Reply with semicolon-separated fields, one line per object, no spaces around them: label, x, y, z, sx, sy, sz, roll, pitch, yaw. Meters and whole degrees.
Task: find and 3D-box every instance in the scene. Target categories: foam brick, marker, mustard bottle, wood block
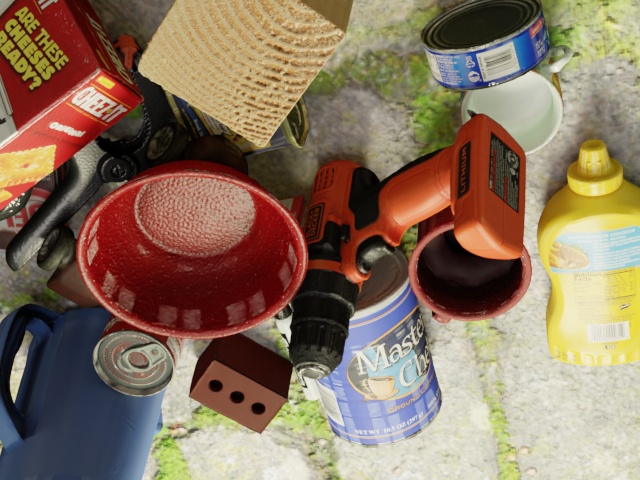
foam brick;-0.071;0.125;0.960;0.078;0.051;0.053;29;121;-11
marker;-0.023;0.092;0.951;0.020;0.020;0.121;-12;120;15
mustard bottle;0.220;0.009;0.841;0.096;0.058;0.191;-5;122;12
wood block;-0.035;-0.160;0.678;0.090;0.206;0.091;31;121;-12

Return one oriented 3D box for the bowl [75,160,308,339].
bowl;-0.090;-0.003;0.763;0.162;0.055;0.162;-2;133;-2

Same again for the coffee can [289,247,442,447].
coffee can;0.039;0.086;0.890;0.103;0.102;0.140;-9;121;13

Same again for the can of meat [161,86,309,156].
can of meat;-0.065;-0.111;0.804;0.084;0.057;0.102;-12;121;17

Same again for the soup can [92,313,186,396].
soup can;-0.146;0.073;0.906;0.068;0.102;0.068;4;123;5

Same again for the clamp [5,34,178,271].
clamp;-0.172;-0.058;0.846;0.164;0.036;0.210;-5;122;-15

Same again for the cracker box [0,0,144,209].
cracker box;-0.252;-0.106;0.748;0.214;0.072;0.164;-35;70;10

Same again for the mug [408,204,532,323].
mug;0.114;0.012;0.844;0.093;0.081;0.117;15;123;-2

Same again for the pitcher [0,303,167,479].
pitcher;-0.212;0.168;0.893;0.149;0.243;0.145;8;121;-5

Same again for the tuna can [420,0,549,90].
tuna can;0.115;-0.139;0.743;0.086;0.086;0.033;-13;122;15

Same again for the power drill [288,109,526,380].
power drill;0.054;0.000;0.763;0.188;0.184;0.057;-21;139;38
